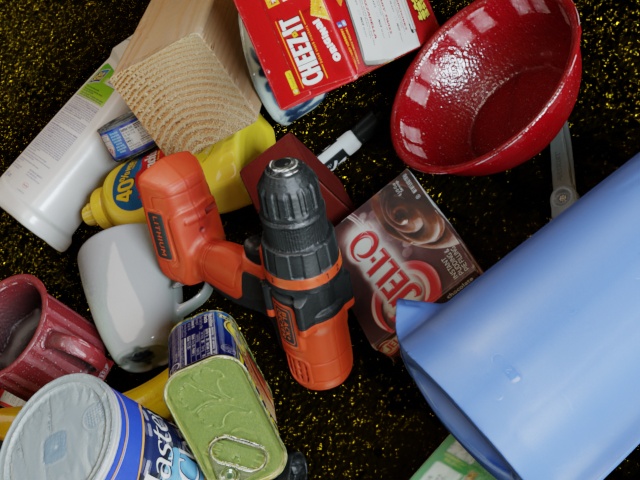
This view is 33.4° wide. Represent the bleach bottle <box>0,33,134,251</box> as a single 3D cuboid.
[{"bbox_3d":[-0.209,-0.115,1.037,0.103,0.068,0.251,31,80,44],"label":"bleach bottle"}]

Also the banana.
[{"bbox_3d":[-0.162,0.127,0.827,0.198,0.069,0.037,-24,14,7],"label":"banana"}]

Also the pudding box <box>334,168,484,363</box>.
[{"bbox_3d":[0.058,0.017,0.762,0.090,0.039,0.113,-39,45,10],"label":"pudding box"}]

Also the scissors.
[{"bbox_3d":[0.152,-0.012,0.728,0.096,0.016,0.202,-29,47,18],"label":"scissors"}]

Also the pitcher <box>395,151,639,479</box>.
[{"bbox_3d":[0.176,0.041,0.594,0.243,0.149,0.145,-40,29,-5],"label":"pitcher"}]

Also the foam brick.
[{"bbox_3d":[-0.016,-0.035,0.825,0.053,0.078,0.051,-36,47,11],"label":"foam brick"}]

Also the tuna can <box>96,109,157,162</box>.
[{"bbox_3d":[-0.157,-0.105,0.970,0.086,0.034,0.086,-25,14,7],"label":"tuna can"}]

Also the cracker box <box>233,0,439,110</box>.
[{"bbox_3d":[0.004,-0.200,0.793,0.072,0.164,0.213,-19,9,26],"label":"cracker box"}]

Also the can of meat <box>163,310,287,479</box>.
[{"bbox_3d":[-0.067,0.108,0.736,0.057,0.102,0.084,-24,22,1],"label":"can of meat"}]

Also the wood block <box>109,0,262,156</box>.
[{"bbox_3d":[-0.099,-0.170,0.926,0.090,0.090,0.206,-24,30,21],"label":"wood block"}]

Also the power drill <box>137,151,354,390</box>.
[{"bbox_3d":[-0.055,0.001,0.759,0.057,0.184,0.188,-30,40,-28],"label":"power drill"}]

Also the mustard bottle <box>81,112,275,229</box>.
[{"bbox_3d":[-0.132,-0.049,0.935,0.192,0.058,0.096,-19,43,27],"label":"mustard bottle"}]

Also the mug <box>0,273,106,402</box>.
[{"bbox_3d":[-0.218,0.086,0.850,0.117,0.081,0.093,-1,60,35],"label":"mug"}]

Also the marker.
[{"bbox_3d":[0.004,-0.064,0.871,0.121,0.020,0.020,-39,46,9],"label":"marker"}]

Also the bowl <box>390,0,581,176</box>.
[{"bbox_3d":[0.129,-0.104,0.768,0.162,0.055,0.162,-30,41,30],"label":"bowl"}]

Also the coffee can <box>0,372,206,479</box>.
[{"bbox_3d":[-0.135,0.165,0.736,0.103,0.140,0.103,-19,51,26],"label":"coffee can"}]
